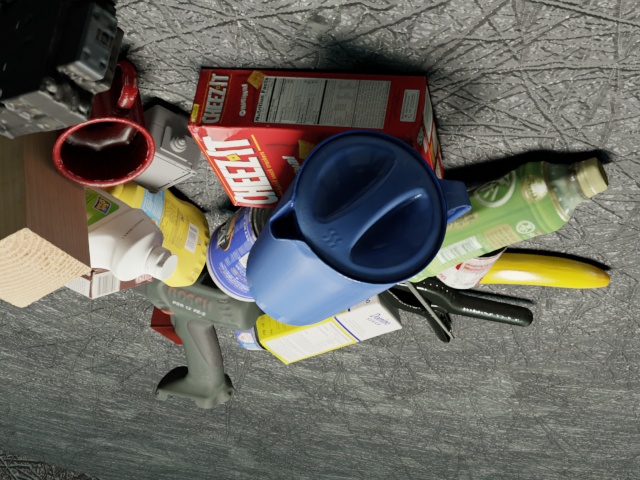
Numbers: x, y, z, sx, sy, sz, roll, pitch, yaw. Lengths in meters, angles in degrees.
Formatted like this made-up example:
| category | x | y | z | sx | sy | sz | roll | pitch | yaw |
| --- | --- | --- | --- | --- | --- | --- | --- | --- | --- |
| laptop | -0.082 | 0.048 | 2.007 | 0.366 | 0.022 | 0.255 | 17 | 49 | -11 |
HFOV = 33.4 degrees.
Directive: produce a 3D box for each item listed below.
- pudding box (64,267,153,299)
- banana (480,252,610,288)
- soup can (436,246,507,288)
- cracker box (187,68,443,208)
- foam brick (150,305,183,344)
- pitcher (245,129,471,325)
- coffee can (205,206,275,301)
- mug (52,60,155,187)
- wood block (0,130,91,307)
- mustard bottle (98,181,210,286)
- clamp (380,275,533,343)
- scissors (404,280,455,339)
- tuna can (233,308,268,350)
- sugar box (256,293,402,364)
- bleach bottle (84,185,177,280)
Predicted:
| category | x | y | z | sx | sy | sz | roll | pitch | yaw |
| --- | --- | --- | --- | --- | --- | --- | --- | --- | --- |
| pudding box | -0.277 | 0.032 | 1.341 | 0.090 | 0.039 | 0.113 | 20 | -162 | 29 |
| banana | 0.235 | 0.035 | 1.250 | 0.198 | 0.037 | 0.069 | 1 | 173 | 22 |
| soup can | 0.163 | 0.006 | 1.166 | 0.068 | 0.068 | 0.102 | 11 | 157 | -2 |
| cracker box | 0.001 | -0.087 | 1.011 | 0.214 | 0.072 | 0.164 | 4 | 156 | 15 |
| foam brick | -0.208 | 0.118 | 1.591 | 0.053 | 0.051 | 0.078 | -3 | 154 | 26 |
| pitcher | 0.019 | 0.002 | 0.972 | 0.149 | 0.145 | 0.243 | 32 | 158 | -6 |
| coffee can | -0.058 | 0.001 | 1.198 | 0.102 | 0.103 | 0.141 | 18 | 155 | -20 |
| mug | -0.200 | -0.118 | 0.991 | 0.093 | 0.081 | 0.117 | 9 | 137 | -30 |
| wood block | -0.284 | -0.056 | 1.003 | 0.090 | 0.206 | 0.090 | -27 | 144 | 19 |
| mustard bottle | -0.198 | -0.027 | 1.195 | 0.058 | 0.096 | 0.191 | -4 | 152 | 29 |
| clamp | 0.147 | 0.084 | 1.388 | 0.209 | 0.036 | 0.165 | 23 | 153 | -23 |
| scissors | 0.078 | 0.017 | 1.136 | 0.016 | 0.202 | 0.096 | -31 | 133 | -12 |
| tuna can | -0.087 | 0.109 | 1.479 | 0.034 | 0.086 | 0.086 | 0 | 155 | 26 |
| sugar box | 0.012 | 0.110 | 1.435 | 0.176 | 0.048 | 0.093 | -21 | 148 | 15 |
| bleach bottle | -0.262 | -0.018 | 1.088 | 0.251 | 0.102 | 0.068 | 25 | 143 | 18 |
